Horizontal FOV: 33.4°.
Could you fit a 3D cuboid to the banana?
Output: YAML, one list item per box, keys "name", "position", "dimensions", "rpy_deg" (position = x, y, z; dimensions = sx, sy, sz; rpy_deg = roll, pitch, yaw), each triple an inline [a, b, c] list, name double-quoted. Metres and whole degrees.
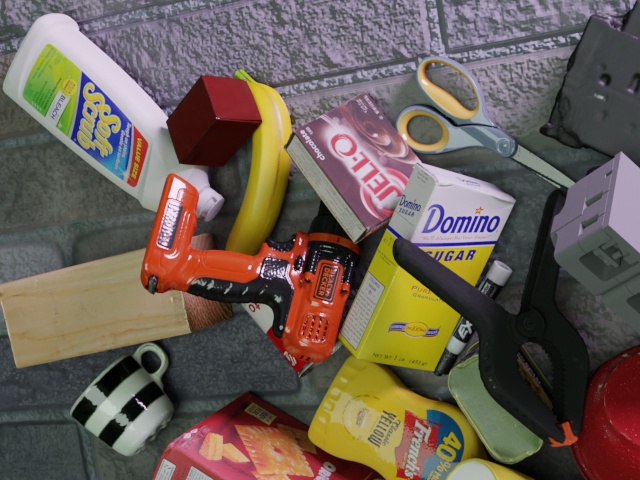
- name: "banana"
  position: [-0.059, -0.063, 1.023]
  dimensions: [0.070, 0.037, 0.198]
  rpy_deg: [14, 100, 50]

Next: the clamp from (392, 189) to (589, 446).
- name: "clamp"
  position: [0.154, 0.069, 0.878]
  dimensions: [0.164, 0.036, 0.210]
  rpy_deg: [-10, 79, -14]

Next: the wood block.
- name: "wood block"
  position: [-0.205, 0.060, 1.066]
  dimensions: [0.206, 0.090, 0.090]
  rpy_deg: [-13, 91, 23]

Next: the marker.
- name: "marker"
  position: [0.135, 0.073, 0.968]
  dimensions: [0.020, 0.020, 0.121]
  rpy_deg: [34, 108, 15]

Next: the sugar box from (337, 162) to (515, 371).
- name: "sugar box"
  position: [0.093, 0.026, 0.938]
  dimensions: [0.048, 0.093, 0.176]
  rpy_deg: [48, 119, 51]

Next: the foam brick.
- name: "foam brick"
  position: [-0.101, -0.112, 1.002]
  dimensions: [0.078, 0.052, 0.051]
  rpy_deg: [-42, 58, 42]

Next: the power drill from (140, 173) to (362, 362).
- name: "power drill"
  position: [-0.056, 0.001, 0.956]
  dimensions: [0.187, 0.057, 0.184]
  rpy_deg: [16, 69, -4]

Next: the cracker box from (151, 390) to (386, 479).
- name: "cracker box"
  position: [-0.025, 0.235, 0.977]
  dimensions: [0.214, 0.164, 0.072]
  rpy_deg: [27, 108, 17]

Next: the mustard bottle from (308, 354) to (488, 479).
- name: "mustard bottle"
  position: [0.090, 0.189, 0.979]
  dimensions: [0.192, 0.058, 0.096]
  rpy_deg: [29, 91, 15]

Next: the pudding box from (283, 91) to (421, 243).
- name: "pudding box"
  position: [0.036, -0.065, 0.952]
  dimensions: [0.113, 0.089, 0.039]
  rpy_deg: [52, 148, 10]

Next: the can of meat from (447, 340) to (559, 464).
- name: "can of meat"
  position: [0.161, 0.136, 0.931]
  dimensions: [0.058, 0.083, 0.102]
  rpy_deg: [-36, 83, 22]

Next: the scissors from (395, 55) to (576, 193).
- name: "scissors"
  position: [0.145, -0.076, 0.946]
  dimensions: [0.096, 0.016, 0.202]
  rpy_deg: [-44, 80, 23]

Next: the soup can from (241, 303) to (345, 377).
- name: "soup can"
  position: [-0.025, 0.069, 1.007]
  dimensions: [0.069, 0.068, 0.102]
  rpy_deg: [-44, 80, 21]

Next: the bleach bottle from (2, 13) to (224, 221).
- name: "bleach bottle"
  position: [-0.194, -0.112, 1.056]
  dimensions: [0.251, 0.068, 0.103]
  rpy_deg: [38, 111, 11]
